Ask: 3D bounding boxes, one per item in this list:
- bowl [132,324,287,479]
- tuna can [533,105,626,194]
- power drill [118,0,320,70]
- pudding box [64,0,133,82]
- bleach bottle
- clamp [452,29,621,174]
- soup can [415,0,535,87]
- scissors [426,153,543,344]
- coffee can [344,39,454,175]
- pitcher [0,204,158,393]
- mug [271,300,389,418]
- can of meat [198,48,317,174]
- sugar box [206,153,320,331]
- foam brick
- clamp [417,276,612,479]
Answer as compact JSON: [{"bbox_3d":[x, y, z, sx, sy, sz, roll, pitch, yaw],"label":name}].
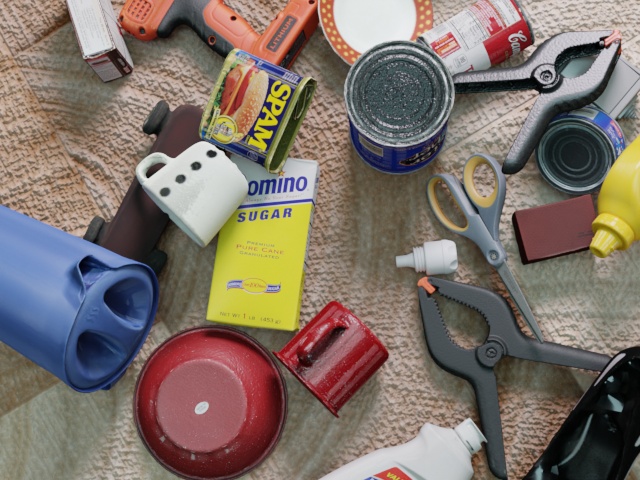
[{"bbox_3d":[-0.115,0.164,1.071,0.162,0.055,0.162,0,84,4],"label":"bowl"},{"bbox_3d":[0.257,-0.089,1.061,0.086,0.033,0.086,16,125,24],"label":"tuna can"},{"bbox_3d":[-0.094,-0.260,1.122,0.188,0.057,0.184,32,89,10],"label":"power drill"},{"bbox_3d":[-0.236,-0.231,1.110,0.039,0.090,0.113,-21,82,0],"label":"pudding box"},{"bbox_3d":[0.047,0.250,1.038,0.251,0.068,0.102,-36,85,1],"label":"bleach bottle"},{"bbox_3d":[0.219,-0.140,1.030,0.171,0.039,0.120,-24,74,10],"label":"clamp"},{"bbox_3d":[0.157,-0.204,1.090,0.102,0.068,0.068,-30,82,0],"label":"soup can"},{"bbox_3d":[0.180,-0.003,1.050,0.202,0.016,0.096,51,123,25],"label":"scissors"},{"bbox_3d":[0.077,-0.127,1.049,0.103,0.140,0.103,-1,83,4],"label":"coffee can"},{"bbox_3d":[-0.289,0.048,1.049,0.243,0.144,0.149,24,97,24],"label":"pitcher"},{"bbox_3d":[0.010,0.109,1.041,0.081,0.117,0.093,-45,60,-7],"label":"mug"},{"bbox_3d":[-0.063,-0.129,1.055,0.084,0.057,0.102,25,97,10],"label":"can of meat"},{"bbox_3d":[-0.057,0.001,1.091,0.093,0.048,0.176,6,85,5],"label":"sugar box"},{"bbox_3d":[0.235,-0.010,1.069,0.078,0.051,0.053,-12,83,3],"label":"foam brick"},{"bbox_3d":[0.167,0.123,1.065,0.210,0.036,0.164,39,90,8],"label":"clamp"}]
